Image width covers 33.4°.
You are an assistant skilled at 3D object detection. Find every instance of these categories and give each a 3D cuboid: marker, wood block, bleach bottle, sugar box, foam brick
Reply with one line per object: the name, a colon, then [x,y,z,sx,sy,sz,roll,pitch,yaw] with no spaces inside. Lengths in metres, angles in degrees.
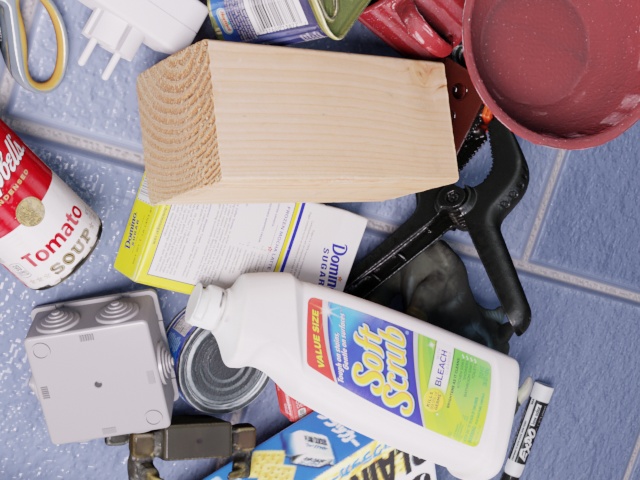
marker: [0.195,0.195,1.025,0.020,0.020,0.121,16,95,-35]
wood block: [-0.012,-0.076,0.736,0.205,0.090,0.091,-3,83,-40]
bleach bottle: [0.020,0.093,0.774,0.250,0.068,0.102,21,71,-19]
sugar box: [-0.055,0.001,0.792,0.175,0.048,0.093,17,94,-38]
foam brick: [0.086,-0.102,0.846,0.052,0.051,0.078,25,90,-35]

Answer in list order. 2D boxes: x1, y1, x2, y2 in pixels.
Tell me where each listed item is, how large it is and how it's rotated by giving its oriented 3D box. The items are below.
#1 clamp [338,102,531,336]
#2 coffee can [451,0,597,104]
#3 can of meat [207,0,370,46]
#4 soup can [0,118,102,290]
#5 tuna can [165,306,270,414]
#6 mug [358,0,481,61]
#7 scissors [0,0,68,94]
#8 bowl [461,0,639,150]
clamp: [0.101,-0.021,0.850,0.036,0.165,0.210,53,45,-48]
coffee can: [0.187,-0.177,0.856,0.102,0.103,0.140,42,81,-34]
can of meat: [-0.018,-0.170,0.716,0.057,0.084,0.102,65,35,-30]
soup can: [-0.197,-0.024,0.680,0.068,0.069,0.102,-48,124,-11]
tuna can: [-0.077,0.088,0.810,0.086,0.034,0.086,-10,109,-30]
mug: [0.068,-0.177,0.778,0.093,0.117,0.081,-40,133,21]
scissors: [-0.214,-0.181,0.653,0.096,0.016,0.202,-26,117,-24]
bowl: [0.167,-0.144,0.769,0.162,0.055,0.162,0,92,-15]
